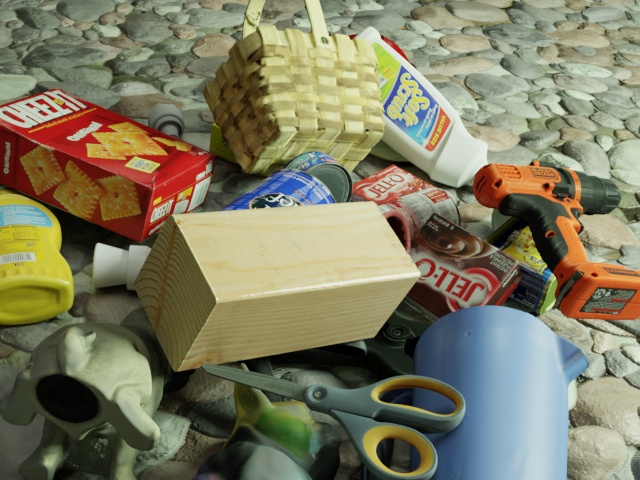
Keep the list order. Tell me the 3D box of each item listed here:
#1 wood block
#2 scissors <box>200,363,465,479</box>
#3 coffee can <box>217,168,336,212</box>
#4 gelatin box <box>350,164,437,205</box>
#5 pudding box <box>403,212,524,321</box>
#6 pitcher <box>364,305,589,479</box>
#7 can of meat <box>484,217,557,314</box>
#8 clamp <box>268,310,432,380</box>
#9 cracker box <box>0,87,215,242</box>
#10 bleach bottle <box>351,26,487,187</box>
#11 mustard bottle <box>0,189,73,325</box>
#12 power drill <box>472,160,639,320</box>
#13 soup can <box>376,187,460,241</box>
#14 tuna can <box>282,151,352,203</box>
[{"bbox_3d":[-0.033,0.032,0.875,0.205,0.091,0.090,-5,52,-38],"label":"wood block"},{"bbox_3d":[0.004,0.132,0.778,0.202,0.016,0.096,0,49,7],"label":"scissors"},{"bbox_3d":[-0.057,0.001,1.061,0.103,0.103,0.140,23,36,23],"label":"coffee can"},{"bbox_3d":[0.082,-0.049,1.228,0.073,0.030,0.089,31,40,32],"label":"gelatin box"},{"bbox_3d":[0.131,0.037,1.062,0.114,0.039,0.090,33,77,37],"label":"pudding box"},{"bbox_3d":[0.118,0.176,0.821,0.145,0.149,0.242,22,36,-5],"label":"pitcher"},{"bbox_3d":[0.218,0.025,1.116,0.084,0.057,0.101,27,39,25],"label":"can of meat"},{"bbox_3d":[0.070,0.093,1.004,0.210,0.036,0.164,17,35,22],"label":"clamp"},{"bbox_3d":[-0.241,-0.087,1.142,0.214,0.072,0.164,23,23,11],"label":"cracker box"},{"bbox_3d":[0.121,-0.152,1.316,0.251,0.068,0.102,41,76,18],"label":"bleach bottle"},{"bbox_3d":[-0.303,0.005,1.052,0.096,0.058,0.192,-7,36,-18],"label":"mustard bottle"},{"bbox_3d":[0.261,-0.004,1.072,0.184,0.057,0.188,2,41,-27],"label":"power drill"},{"bbox_3d":[0.092,-0.014,1.142,0.102,0.068,0.069,-19,41,-34],"label":"soup can"},{"bbox_3d":[-0.009,-0.054,1.169,0.086,0.086,0.034,-14,37,-28],"label":"tuna can"}]
